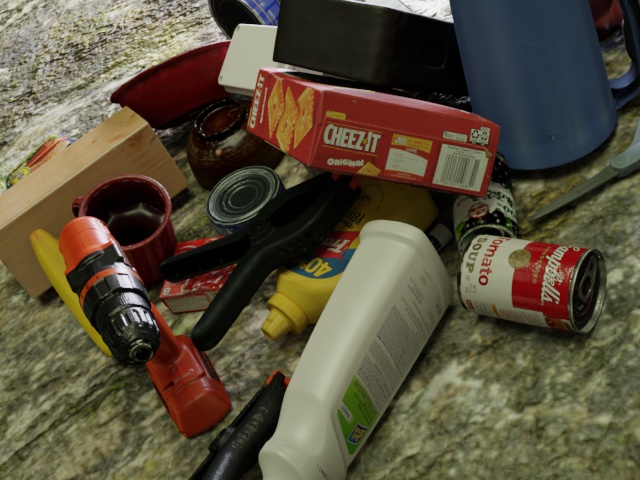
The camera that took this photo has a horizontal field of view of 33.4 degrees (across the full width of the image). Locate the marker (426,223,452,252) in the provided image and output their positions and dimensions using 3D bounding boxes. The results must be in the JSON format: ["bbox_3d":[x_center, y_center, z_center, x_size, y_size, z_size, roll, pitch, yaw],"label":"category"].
[{"bbox_3d":[0.073,0.031,0.958,0.121,0.020,0.020,-44,44,-16],"label":"marker"}]

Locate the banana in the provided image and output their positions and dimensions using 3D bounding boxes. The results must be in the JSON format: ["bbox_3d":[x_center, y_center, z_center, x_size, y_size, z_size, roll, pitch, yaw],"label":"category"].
[{"bbox_3d":[-0.227,0.060,1.053,0.037,0.069,0.198,-31,49,-21],"label":"banana"}]

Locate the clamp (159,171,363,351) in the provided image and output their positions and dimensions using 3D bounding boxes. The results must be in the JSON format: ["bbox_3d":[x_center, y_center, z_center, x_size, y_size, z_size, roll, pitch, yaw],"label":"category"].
[{"bbox_3d":[-0.056,0.001,0.977,0.210,0.036,0.165,-40,30,-8],"label":"clamp"}]

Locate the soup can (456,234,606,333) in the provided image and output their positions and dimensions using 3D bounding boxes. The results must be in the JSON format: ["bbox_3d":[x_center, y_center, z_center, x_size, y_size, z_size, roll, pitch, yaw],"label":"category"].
[{"bbox_3d":[0.171,0.033,0.865,0.102,0.068,0.068,9,54,36],"label":"soup can"}]

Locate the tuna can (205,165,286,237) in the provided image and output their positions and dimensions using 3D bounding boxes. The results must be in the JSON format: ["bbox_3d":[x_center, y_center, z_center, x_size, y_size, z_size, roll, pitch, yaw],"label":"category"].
[{"bbox_3d":[-0.074,-0.036,1.094,0.086,0.033,0.086,-16,43,15],"label":"tuna can"}]

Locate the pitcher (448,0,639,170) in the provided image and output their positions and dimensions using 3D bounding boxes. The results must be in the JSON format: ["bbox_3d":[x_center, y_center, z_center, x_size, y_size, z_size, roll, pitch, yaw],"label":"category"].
[{"bbox_3d":[0.191,-0.197,0.950,0.145,0.243,0.149,19,53,42],"label":"pitcher"}]

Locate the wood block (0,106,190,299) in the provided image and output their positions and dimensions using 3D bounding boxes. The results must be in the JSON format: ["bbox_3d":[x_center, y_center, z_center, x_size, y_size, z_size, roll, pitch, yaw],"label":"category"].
[{"bbox_3d":[-0.259,-0.044,1.152,0.206,0.090,0.090,-38,30,-9],"label":"wood block"}]

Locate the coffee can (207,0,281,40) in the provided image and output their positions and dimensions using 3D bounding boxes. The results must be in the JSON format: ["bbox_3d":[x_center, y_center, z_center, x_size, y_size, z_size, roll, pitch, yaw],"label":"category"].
[{"bbox_3d":[-0.053,-0.305,1.295,0.103,0.102,0.140,23,63,42],"label":"coffee can"}]

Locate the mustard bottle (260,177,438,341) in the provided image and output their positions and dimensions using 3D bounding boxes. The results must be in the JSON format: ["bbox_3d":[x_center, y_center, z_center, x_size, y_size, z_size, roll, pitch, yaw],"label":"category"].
[{"bbox_3d":[0.015,0.018,0.973,0.191,0.058,0.096,-47,38,-18],"label":"mustard bottle"}]

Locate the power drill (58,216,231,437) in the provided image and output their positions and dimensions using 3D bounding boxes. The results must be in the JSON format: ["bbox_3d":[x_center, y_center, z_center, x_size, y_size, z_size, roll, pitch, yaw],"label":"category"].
[{"bbox_3d":[-0.144,0.083,0.901,0.057,0.187,0.185,-32,40,-5],"label":"power drill"}]

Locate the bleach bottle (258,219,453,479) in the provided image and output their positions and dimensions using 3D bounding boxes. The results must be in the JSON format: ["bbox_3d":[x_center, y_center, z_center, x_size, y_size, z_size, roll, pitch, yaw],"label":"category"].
[{"bbox_3d":[0.018,0.108,0.849,0.068,0.102,0.250,8,54,40],"label":"bleach bottle"}]

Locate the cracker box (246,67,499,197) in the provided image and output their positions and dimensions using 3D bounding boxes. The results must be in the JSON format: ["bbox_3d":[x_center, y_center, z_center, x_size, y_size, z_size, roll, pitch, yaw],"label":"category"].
[{"bbox_3d":[0.040,-0.103,0.957,0.164,0.072,0.214,8,12,-19],"label":"cracker box"}]

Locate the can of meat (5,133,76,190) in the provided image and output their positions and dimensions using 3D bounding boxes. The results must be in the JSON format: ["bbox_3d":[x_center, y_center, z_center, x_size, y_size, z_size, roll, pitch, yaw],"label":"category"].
[{"bbox_3d":[-0.307,-0.074,1.245,0.102,0.057,0.084,-46,41,-19],"label":"can of meat"}]

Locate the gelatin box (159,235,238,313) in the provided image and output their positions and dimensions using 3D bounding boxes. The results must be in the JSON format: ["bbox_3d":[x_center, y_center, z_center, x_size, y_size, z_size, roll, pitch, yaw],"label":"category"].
[{"bbox_3d":[-0.107,0.031,1.049,0.089,0.030,0.073,-8,46,22],"label":"gelatin box"}]

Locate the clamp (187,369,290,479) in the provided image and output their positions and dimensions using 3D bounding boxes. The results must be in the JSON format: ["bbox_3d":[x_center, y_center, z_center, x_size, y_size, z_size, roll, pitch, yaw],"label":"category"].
[{"bbox_3d":[-0.068,0.171,0.849,0.171,0.039,0.120,-53,12,-24],"label":"clamp"}]

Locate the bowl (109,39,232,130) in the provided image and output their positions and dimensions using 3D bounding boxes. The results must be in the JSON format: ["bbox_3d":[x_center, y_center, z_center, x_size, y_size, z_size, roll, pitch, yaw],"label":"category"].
[{"bbox_3d":[-0.156,-0.170,1.222,0.162,0.055,0.162,-25,1,0],"label":"bowl"}]

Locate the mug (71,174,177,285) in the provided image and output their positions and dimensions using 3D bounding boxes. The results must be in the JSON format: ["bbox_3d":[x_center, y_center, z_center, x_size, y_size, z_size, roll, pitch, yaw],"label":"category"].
[{"bbox_3d":[-0.200,-0.010,1.082,0.117,0.081,0.093,19,60,16],"label":"mug"}]
